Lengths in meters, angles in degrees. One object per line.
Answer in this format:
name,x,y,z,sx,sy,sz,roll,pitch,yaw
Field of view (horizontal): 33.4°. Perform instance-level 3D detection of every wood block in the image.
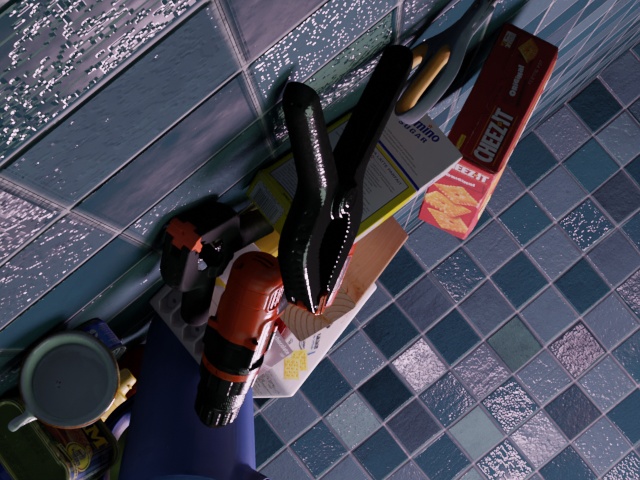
wood block,0.017,0.021,1.251,0.090,0.091,0.205,-35,-174,30

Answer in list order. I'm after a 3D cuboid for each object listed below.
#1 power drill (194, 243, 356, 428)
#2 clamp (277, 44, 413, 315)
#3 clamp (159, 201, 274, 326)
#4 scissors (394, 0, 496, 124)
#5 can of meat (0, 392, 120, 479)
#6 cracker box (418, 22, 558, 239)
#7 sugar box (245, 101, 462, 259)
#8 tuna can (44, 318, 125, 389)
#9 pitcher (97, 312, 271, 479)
power drill,-0.041,0.063,0.959,0.187,0.057,0.185,-44,160,-54
clamp,0.002,-0.038,0.779,0.164,0.036,0.210,-22,131,-58
clamp,-0.095,0.019,0.870,0.120,0.039,0.171,-61,164,3
scissors,0.112,-0.176,0.852,0.201,0.016,0.096,-56,-154,-9
can of meat,-0.239,0.175,0.943,0.057,0.102,0.083,-41,172,18
cracker box,0.181,-0.112,1.176,0.164,0.072,0.214,-62,174,-16
sugar box,0.031,-0.057,0.914,0.176,0.093,0.048,-35,174,-34
tuna can,-0.211,0.105,0.912,0.086,0.034,0.086,-39,174,-5
pitcher,-0.135,0.176,1.046,0.243,0.149,0.145,-92,-153,-48
